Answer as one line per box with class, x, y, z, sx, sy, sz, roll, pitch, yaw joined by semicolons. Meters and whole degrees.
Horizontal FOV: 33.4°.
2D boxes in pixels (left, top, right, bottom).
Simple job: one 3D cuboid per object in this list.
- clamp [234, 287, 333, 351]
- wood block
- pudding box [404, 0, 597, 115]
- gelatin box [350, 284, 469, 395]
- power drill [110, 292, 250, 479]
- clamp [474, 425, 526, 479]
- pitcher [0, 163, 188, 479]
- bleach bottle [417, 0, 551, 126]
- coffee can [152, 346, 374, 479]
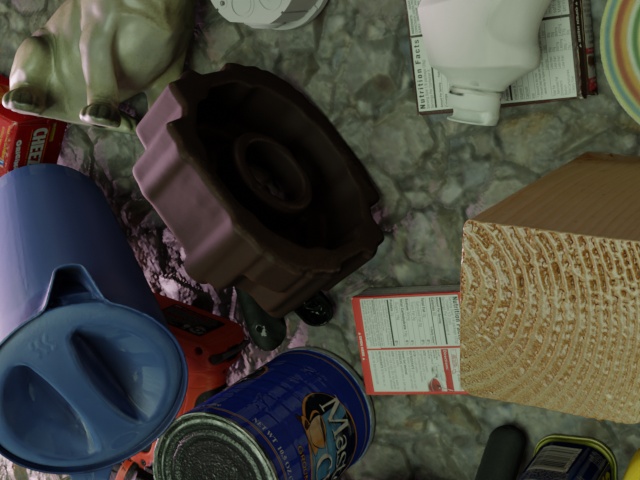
clamp;-0.055;0.001;0.738;0.039;0.120;0.171;-36;92;12
wood block;0.155;0.015;0.580;0.091;0.205;0.090;7;106;28
pudding box;0.111;-0.128;0.667;0.114;0.039;0.090;-1;103;32
gelatin box;0.071;0.069;0.747;0.089;0.030;0.073;-5;99;30
power drill;-0.133;0.141;0.868;0.185;0.057;0.188;16;112;25
clamp;0.093;0.217;0.678;0.036;0.209;0.164;0;96;31
pitcher;-0.186;0.050;0.766;0.149;0.144;0.243;-47;34;9
bleach bottle;0.111;-0.188;0.588;0.103;0.067;0.251;16;104;36
coffee can;-0.037;0.146;0.763;0.103;0.140;0.103;8;107;28
